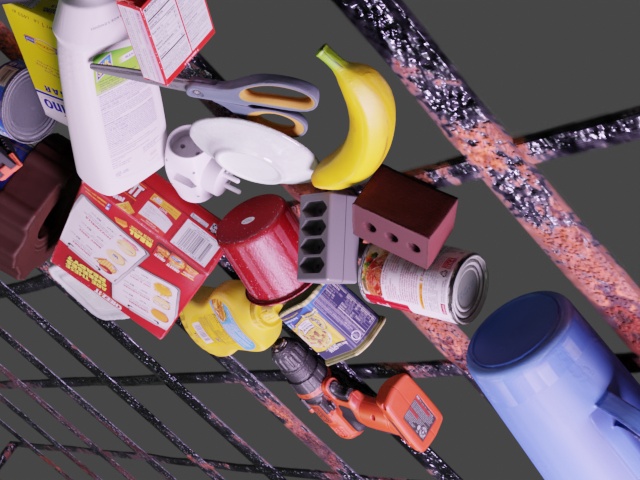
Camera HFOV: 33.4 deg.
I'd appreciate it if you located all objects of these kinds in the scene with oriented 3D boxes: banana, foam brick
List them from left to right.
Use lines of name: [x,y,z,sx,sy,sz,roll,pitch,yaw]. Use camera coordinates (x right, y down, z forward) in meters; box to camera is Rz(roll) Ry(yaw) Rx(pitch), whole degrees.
banana: [0.028,-0.092,0.898,0.070,0.037,0.198,33,154,15]
foam brick: [0.074,-0.021,0.940,0.078,0.051,0.053,25,152,18]

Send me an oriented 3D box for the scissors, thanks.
scissors: [-0.096,-0.124,0.944,0.202,0.016,0.096,5,154,15]

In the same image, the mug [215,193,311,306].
mug: [-0.057,0.001,1.101,0.081,0.093,0.117,59,-179,-30]

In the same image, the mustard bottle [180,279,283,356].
mustard bottle: [-0.100,0.093,1.308,0.096,0.058,0.192,56,148,-13]

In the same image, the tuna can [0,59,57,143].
tuna can: [-0.318,-0.149,1.143,0.034,0.086,0.086,20,149,29]

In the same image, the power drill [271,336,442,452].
power drill: [0.043,0.187,1.302,0.188,0.057,0.184,5,144,49]

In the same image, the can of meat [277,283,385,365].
can of meat: [0.009,0.085,1.176,0.084,0.057,0.102,43,151,-9]

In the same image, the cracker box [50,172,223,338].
cracker box: [-0.202,0.007,1.195,0.164,0.072,0.214,37,148,-3]

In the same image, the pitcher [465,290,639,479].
pitcher: [0.245,0.164,0.962,0.149,0.145,0.242,-29,113,26]

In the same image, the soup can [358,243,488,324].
soup can: [0.096,0.035,0.987,0.102,0.068,0.068,12,145,37]

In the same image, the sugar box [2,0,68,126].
sugar box: [-0.251,-0.176,1.069,0.093,0.048,0.176,26,150,18]

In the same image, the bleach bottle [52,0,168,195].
bleach bottle: [-0.194,-0.159,0.996,0.068,0.102,0.251,35,146,23]

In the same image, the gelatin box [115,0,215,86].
gelatin box: [-0.128,-0.185,0.884,0.030,0.073,0.089,21,150,25]
